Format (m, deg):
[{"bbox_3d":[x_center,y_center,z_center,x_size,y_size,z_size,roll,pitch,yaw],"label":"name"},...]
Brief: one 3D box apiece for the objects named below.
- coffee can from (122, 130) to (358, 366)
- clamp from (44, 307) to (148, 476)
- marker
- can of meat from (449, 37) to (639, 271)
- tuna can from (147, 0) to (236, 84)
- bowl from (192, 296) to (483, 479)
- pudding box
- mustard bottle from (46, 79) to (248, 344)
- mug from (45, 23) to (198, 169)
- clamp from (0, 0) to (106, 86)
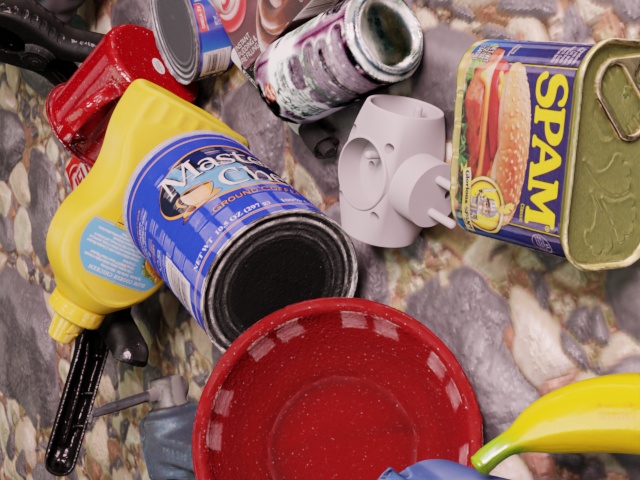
[{"bbox_3d":[-0.054,0.001,0.675,0.140,0.102,0.103,41,127,52],"label":"coffee can"},{"bbox_3d":[-0.178,0.073,0.856,0.165,0.036,0.210,-55,27,30],"label":"clamp"},{"bbox_3d":[-0.024,-0.093,0.704,0.121,0.020,0.020,52,133,37],"label":"marker"},{"bbox_3d":[0.108,-0.044,0.500,0.084,0.057,0.102,19,110,54],"label":"can of meat"},{"bbox_3d":[-0.091,-0.156,0.757,0.086,0.033,0.086,46,146,44],"label":"tuna can"},{"bbox_3d":[0.011,0.117,0.610,0.055,0.162,0.162,73,176,-70],"label":"bowl"},{"bbox_3d":[-0.029,-0.174,0.671,0.114,0.039,0.090,-35,80,50],"label":"pudding box"},{"bbox_3d":[-0.136,-0.011,0.749,0.058,0.096,0.192,38,99,45],"label":"mustard bottle"},{"bbox_3d":[-0.151,-0.104,0.796,0.093,0.117,0.082,50,122,2],"label":"mug"},{"bbox_3d":[-0.224,-0.152,0.869,0.120,0.171,0.039,-46,26,52],"label":"clamp"}]
